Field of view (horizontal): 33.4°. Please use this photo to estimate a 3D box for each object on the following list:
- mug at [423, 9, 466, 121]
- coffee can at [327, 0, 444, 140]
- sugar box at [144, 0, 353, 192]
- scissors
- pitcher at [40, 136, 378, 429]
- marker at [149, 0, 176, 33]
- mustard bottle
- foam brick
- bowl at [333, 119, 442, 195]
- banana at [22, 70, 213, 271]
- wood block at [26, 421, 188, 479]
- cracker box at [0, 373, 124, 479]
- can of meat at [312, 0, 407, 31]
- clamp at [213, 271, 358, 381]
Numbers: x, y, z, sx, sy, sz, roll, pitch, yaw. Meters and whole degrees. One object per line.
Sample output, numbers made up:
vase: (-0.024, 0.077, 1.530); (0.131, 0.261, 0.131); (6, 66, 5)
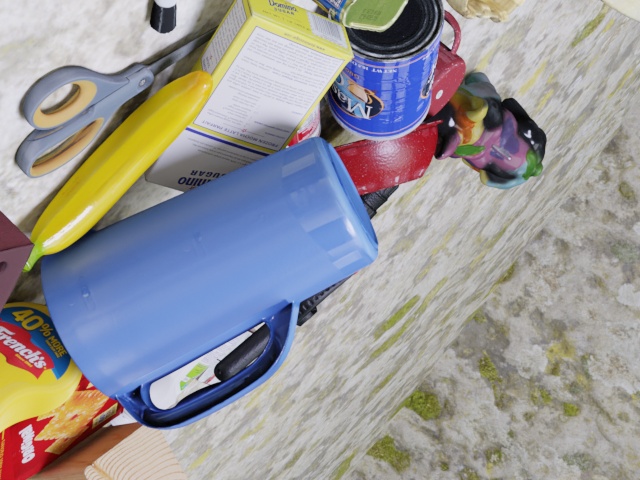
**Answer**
mug: (0.103, -0.187, 1.111); (0.117, 0.081, 0.093); (-56, 162, 23)
coffee can: (0.058, -0.171, 0.992); (0.102, 0.103, 0.140); (-44, 163, -17)
sugar box: (-0.061, -0.106, 0.834); (0.093, 0.048, 0.176); (17, 132, -31)
scissors: (-0.138, -0.121, 0.756); (0.201, 0.016, 0.096); (-44, 163, -16)
pitcher: (-0.078, 0.027, 0.829); (0.243, 0.149, 0.145); (-26, -150, 8)
marker: (-0.100, -0.183, 0.706); (0.020, 0.020, 0.121); (-38, 161, -32)
mustard bottle: (-0.244, 0.098, 0.835); (0.191, 0.096, 0.058); (-30, 155, -48)
foam brick: (-0.245, 0.020, 0.735); (0.078, 0.051, 0.052); (-57, 162, 26)
bowl: (0.056, -0.081, 1.122); (0.162, 0.055, 0.162); (-15, -176, 1)
banana: (-0.151, -0.053, 0.798); (0.198, 0.037, 0.070); (-47, -155, 4)
wood block: (-0.228, 0.244, 1.047); (0.207, 0.091, 0.090); (-17, -167, 48)
cracker box: (-0.264, 0.151, 0.947); (0.213, 0.072, 0.164); (-35, 159, -38)
can of meat: (0.018, -0.210, 0.835); (0.057, 0.084, 0.101); (-56, 162, 22)
clamp: (-0.033, 0.085, 1.252); (0.210, 0.036, 0.164); (-43, 177, 32)
